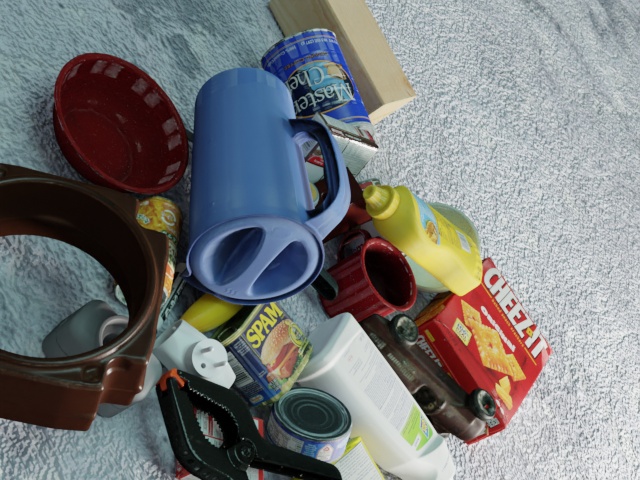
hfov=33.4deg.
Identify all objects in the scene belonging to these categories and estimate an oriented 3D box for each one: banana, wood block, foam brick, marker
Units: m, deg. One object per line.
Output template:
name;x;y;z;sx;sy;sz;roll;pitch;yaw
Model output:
banana;-0.092;0.028;1.123;0.069;0.037;0.197;13;51;3
wood block;0.029;-0.258;1.446;0.090;0.090;0.206;-23;83;-53
foam brick;0.013;-0.039;1.259;0.053;0.078;0.051;60;-4;32
marker;-0.156;0.066;1.054;0.020;0.020;0.121;45;38;-17

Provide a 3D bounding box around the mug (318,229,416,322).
mug;0.049;0.044;1.255;0.093;0.082;0.117;6;60;-47

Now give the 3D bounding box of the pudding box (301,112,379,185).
pudding box;0.002;-0.090;1.272;0.089;0.114;0.039;14;37;-44

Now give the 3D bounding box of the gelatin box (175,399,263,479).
gelatin box;-0.096;0.199;1.019;0.089;0.030;0.073;25;49;-36

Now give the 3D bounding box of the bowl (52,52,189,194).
bowl;-0.213;-0.108;1.083;0.161;0.055;0.162;29;45;-34

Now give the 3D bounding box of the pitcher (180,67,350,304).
pitcher;-0.064;-0.068;1.094;0.149;0.145;0.243;5;48;-13

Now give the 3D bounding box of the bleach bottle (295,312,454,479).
bleach bottle;0.072;0.204;1.184;0.251;0.068;0.102;52;39;-12

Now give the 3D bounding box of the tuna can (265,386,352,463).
tuna can;-0.011;0.187;1.086;0.086;0.034;0.086;13;29;-7

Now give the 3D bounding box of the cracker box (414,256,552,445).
cracker box;0.206;0.136;1.380;0.164;0.072;0.213;56;35;-3

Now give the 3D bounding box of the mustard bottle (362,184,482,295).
mustard bottle;0.115;-0.013;1.261;0.191;0.058;0.096;36;29;-39

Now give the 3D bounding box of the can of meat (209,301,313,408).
can of meat;-0.061;0.111;1.101;0.084;0.058;0.102;52;36;-12

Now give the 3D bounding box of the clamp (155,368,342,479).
clamp;-0.071;0.198;0.988;0.210;0.036;0.164;55;39;-2

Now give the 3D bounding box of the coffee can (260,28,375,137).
coffee can;-0.004;-0.179;1.339;0.102;0.103;0.140;-4;67;-50

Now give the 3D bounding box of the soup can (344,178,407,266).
soup can;0.061;-0.017;1.327;0.068;0.069;0.102;-6;70;-51
